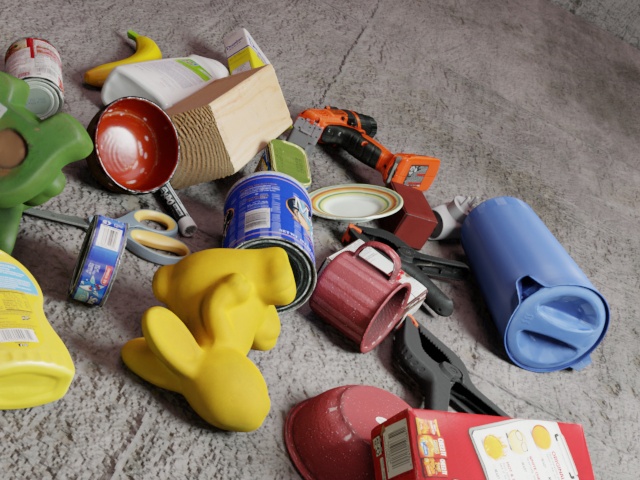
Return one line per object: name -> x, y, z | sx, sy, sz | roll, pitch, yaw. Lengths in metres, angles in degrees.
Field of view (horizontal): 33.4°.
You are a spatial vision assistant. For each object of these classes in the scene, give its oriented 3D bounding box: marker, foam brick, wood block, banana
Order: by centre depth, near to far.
marker -> -0.175, -0.049, 1.241 | 0.020, 0.020, 0.121 | 3, 38, -39
wood block -> -0.121, -0.146, 1.340 | 0.090, 0.091, 0.205 | 70, 24, -15
foam brick -> 0.114, -0.033, 1.439 | 0.051, 0.053, 0.078 | 14, 33, -25
banana -> -0.261, -0.242, 1.465 | 0.069, 0.037, 0.197 | 10, 27, 4

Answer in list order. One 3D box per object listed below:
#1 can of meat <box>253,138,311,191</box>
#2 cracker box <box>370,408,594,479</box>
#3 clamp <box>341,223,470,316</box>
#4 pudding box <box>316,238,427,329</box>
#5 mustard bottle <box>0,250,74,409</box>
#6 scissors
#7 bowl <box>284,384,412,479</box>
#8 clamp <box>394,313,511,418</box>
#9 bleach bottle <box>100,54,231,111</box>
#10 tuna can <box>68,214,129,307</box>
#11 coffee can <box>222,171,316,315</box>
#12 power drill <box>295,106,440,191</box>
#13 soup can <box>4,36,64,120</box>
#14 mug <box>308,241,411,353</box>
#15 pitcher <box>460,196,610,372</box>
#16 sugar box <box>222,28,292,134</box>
can of meat -> -0.054, -0.065, 1.307 | 0.057, 0.084, 0.102 | 18, 30, -19
cracker box -> 0.154, 0.244, 0.952 | 0.213, 0.072, 0.164 | 11, 59, -32
clamp -> 0.105, 0.034, 1.337 | 0.171, 0.039, 0.120 | 21, 24, -1
pudding box -> 0.061, 0.052, 1.268 | 0.113, 0.039, 0.089 | 36, 29, 16
mustard bottle -> -0.286, 0.059, 0.924 | 0.096, 0.058, 0.192 | 3, 38, -37
scissors -> -0.233, -0.023, 1.151 | 0.201, 0.016, 0.096 | 22, 28, -13
bowl -> 0.049, 0.189, 1.017 | 0.162, 0.055, 0.162 | 21, 30, -13
clamp -> 0.130, 0.155, 1.155 | 0.164, 0.036, 0.210 | 14, 28, -44
bleach bottle -> -0.184, -0.204, 1.441 | 0.102, 0.068, 0.250 | 39, 27, 11
tuna can -> -0.214, 0.019, 1.026 | 0.033, 0.086, 0.086 | 19, 30, -16
coffee can -> -0.058, 0.001, 1.175 | 0.102, 0.103, 0.140 | 20, 30, -15
power drill -> 0.077, -0.134, 1.544 | 0.188, 0.057, 0.184 | 32, 22, 29
soup can -> -0.340, -0.189, 1.270 | 0.068, 0.069, 0.102 | 14, 32, -26
mug -> 0.046, 0.054, 1.174 | 0.081, 0.117, 0.093 | 34, 26, 20
pitcher -> 0.269, 0.053, 1.377 | 0.145, 0.149, 0.243 | 3, 32, -13
sugar box -> -0.092, -0.228, 1.539 | 0.093, 0.048, 0.176 | 52, 15, -37
